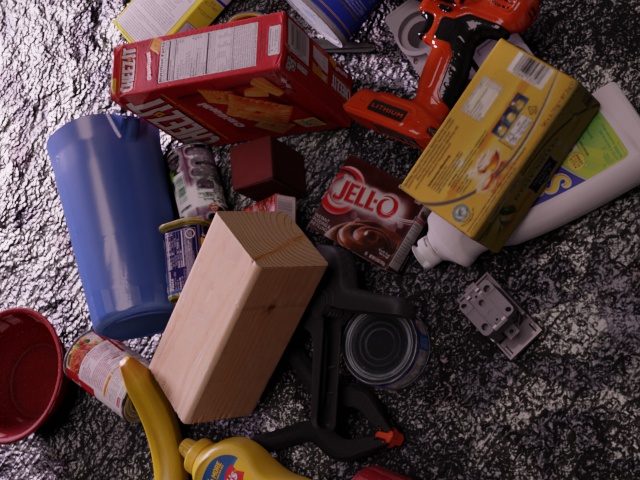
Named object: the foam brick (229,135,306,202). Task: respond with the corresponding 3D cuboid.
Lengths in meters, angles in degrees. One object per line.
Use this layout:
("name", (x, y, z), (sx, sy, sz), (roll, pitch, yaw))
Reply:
("foam brick", (-0.057, -0.075, 1.166), (0.053, 0.078, 0.051), (-13, 72, 24))

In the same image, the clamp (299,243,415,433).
("clamp", (0.010, 0.079, 1.077), (0.165, 0.036, 0.210), (-60, 34, 18))

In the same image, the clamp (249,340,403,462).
("clamp", (0.002, 0.186, 1.087), (0.172, 0.039, 0.120), (24, 95, 37))

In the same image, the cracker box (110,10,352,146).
("cracker box", (-0.094, -0.166, 1.161), (0.214, 0.164, 0.072), (-6, 71, 26))

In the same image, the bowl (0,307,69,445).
("bowl", (-0.352, 0.163, 1.268), (0.162, 0.055, 0.162), (-8, 73, 26))

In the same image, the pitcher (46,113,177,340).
("pitcher", (-0.230, -0.011, 1.222), (0.145, 0.149, 0.243), (-17, 71, 7))

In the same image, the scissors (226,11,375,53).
("scissors", (-0.037, -0.209, 1.229), (0.202, 0.016, 0.096), (26, 91, 31))

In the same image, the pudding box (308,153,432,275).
("pudding box", (0.055, -0.027, 1.116), (0.114, 0.039, 0.090), (30, 90, 30))

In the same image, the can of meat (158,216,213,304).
("can of meat", (-0.127, 0.028, 1.162), (0.058, 0.102, 0.084), (-15, 72, 26))

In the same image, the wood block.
("wood block", (-0.086, 0.079, 1.083), (0.090, 0.090, 0.206), (50, 126, 36))

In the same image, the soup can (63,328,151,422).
("soup can", (-0.230, 0.152, 1.201), (0.102, 0.068, 0.068), (29, 90, 30))

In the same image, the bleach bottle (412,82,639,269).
("bleach bottle", (0.202, -0.043, 1.031), (0.251, 0.068, 0.102), (-34, 62, 18))

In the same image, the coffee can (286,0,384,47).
("coffee can", (0.034, -0.295, 1.157), (0.140, 0.102, 0.103), (-48, 60, 1))

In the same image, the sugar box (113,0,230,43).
("sugar box", (-0.165, -0.299, 1.305), (0.176, 0.048, 0.093), (-45, 61, 6))

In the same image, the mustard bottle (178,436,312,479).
("mustard bottle", (-0.074, 0.256, 1.092), (0.192, 0.058, 0.096), (28, 114, 32))

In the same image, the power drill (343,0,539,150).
("power drill", (0.099, -0.193, 1.056), (0.185, 0.057, 0.187), (27, 90, 31))

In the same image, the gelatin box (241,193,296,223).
("gelatin box", (-0.058, 0.002, 1.156), (0.073, 0.030, 0.089), (-23, 62, 53))

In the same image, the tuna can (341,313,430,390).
("tuna can", (0.065, 0.106, 1.077), (0.086, 0.033, 0.086), (-8, 73, 26))

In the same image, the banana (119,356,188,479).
("banana", (-0.173, 0.217, 1.140), (0.037, 0.069, 0.198), (-10, 90, 19))
